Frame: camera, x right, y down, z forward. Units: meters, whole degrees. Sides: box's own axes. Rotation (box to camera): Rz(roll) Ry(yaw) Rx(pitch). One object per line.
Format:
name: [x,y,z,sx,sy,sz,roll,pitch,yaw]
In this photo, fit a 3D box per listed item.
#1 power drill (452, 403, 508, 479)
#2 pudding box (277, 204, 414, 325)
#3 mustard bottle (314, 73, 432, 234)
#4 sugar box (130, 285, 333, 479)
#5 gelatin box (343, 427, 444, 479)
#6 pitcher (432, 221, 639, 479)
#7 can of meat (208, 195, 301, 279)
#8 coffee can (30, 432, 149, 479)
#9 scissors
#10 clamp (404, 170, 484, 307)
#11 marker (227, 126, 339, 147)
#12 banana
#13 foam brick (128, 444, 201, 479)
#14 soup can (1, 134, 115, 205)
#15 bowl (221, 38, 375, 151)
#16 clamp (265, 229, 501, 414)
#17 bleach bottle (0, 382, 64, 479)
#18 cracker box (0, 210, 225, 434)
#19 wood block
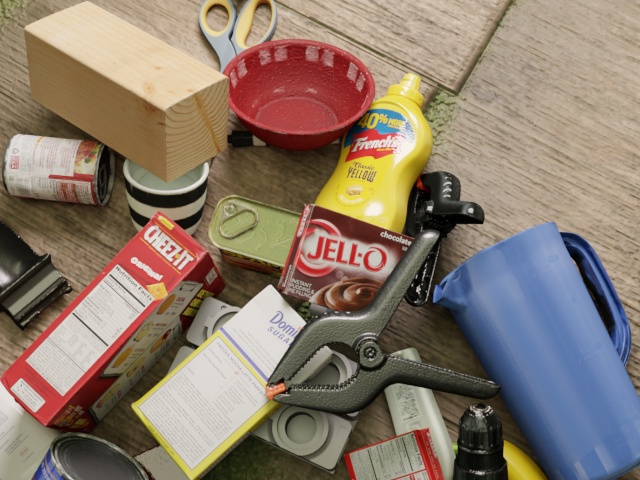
power drill: [0.207,0.246,0.959,0.188,0.057,0.184,8,112,33]
pudding box: [0.025,0.023,1.029,0.113,0.039,0.090,18,89,-17]
mustard bottle: [0.065,-0.088,1.116,0.096,0.058,0.191,13,73,34]
sugar box: [-0.082,0.135,1.009,0.176,0.048,0.093,-40,78,-12]
gelatin box: [0.074,0.228,1.029,0.089,0.030,0.073,-25,74,28]
pitcher: [0.229,0.110,1.030,0.149,0.144,0.243,-30,79,16]
can of meat: [-0.057,0.001,1.087,0.102,0.084,0.057,16,76,6]
coffee can: [-0.236,0.265,0.990,0.103,0.102,0.140,34,103,10]
scissors: [-0.116,-0.192,1.178,0.096,0.016,0.201,26,77,11]
clamp: [0.110,-0.011,1.063,0.039,0.171,0.120,32,107,-14]
marker: [-0.040,-0.111,1.151,0.121,0.020,0.020,-2,75,2]
banana: [0.202,0.262,1.033,0.070,0.037,0.198,-42,72,22]
foam brick: [-0.145,0.239,1.044,0.051,0.053,0.078,-27,76,-5]
soup can: [-0.275,-0.075,1.126,0.102,0.068,0.068,5,75,4]
bowl: [-0.025,-0.144,1.121,0.162,0.055,0.162,2,45,-2]
clamp: [0.053,0.108,0.973,0.210,0.036,0.164,-29,90,-2]
bleach bottle: [-0.359,0.159,1.070,0.251,0.068,0.102,41,81,14]
cracker box: [-0.194,0.085,1.030,0.072,0.164,0.213,40,80,9]
wood block: [-0.199,-0.156,1.092,0.206,0.091,0.090,31,46,27]
